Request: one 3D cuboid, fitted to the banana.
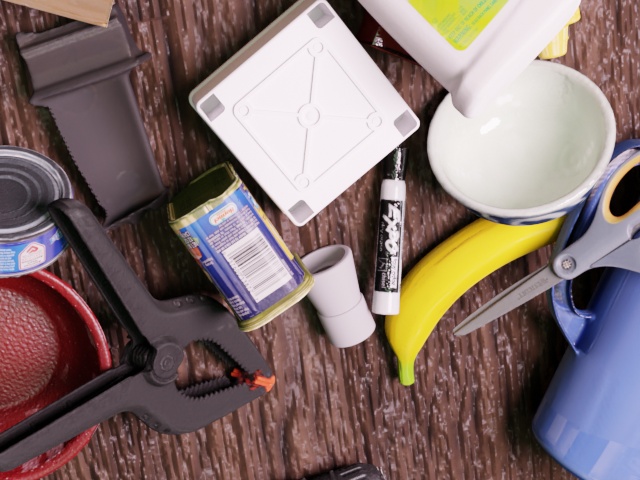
[{"bbox_3d":[0.114,0.018,0.763,0.198,0.037,0.069,-40,130,4],"label":"banana"}]

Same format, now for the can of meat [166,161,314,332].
[{"bbox_3d":[-0.055,0.001,0.691,0.057,0.102,0.084,-34,106,-1],"label":"can of meat"}]

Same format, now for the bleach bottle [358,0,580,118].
[{"bbox_3d":[0.031,-0.192,0.637,0.251,0.068,0.102,43,91,9],"label":"bleach bottle"}]

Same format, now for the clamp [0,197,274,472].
[{"bbox_3d":[-0.116,0.083,0.684,0.209,0.036,0.164,29,80,-44],"label":"clamp"}]

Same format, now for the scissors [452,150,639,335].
[{"bbox_3d":[0.183,0.024,0.706,0.096,0.016,0.202,46,112,18],"label":"scissors"}]

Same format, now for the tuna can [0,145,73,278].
[{"bbox_3d":[-0.197,-0.020,0.664,0.086,0.086,0.034,3,137,-11],"label":"tuna can"}]

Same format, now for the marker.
[{"bbox_3d":[0.049,-0.010,0.739,0.020,0.020,0.121,3,93,-11],"label":"marker"}]

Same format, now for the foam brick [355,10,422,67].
[{"bbox_3d":[0.071,-0.140,0.702,0.078,0.053,0.051,18,100,-16],"label":"foam brick"}]

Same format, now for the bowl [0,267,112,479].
[{"bbox_3d":[-0.219,0.080,0.704,0.162,0.055,0.162,-3,105,-10],"label":"bowl"}]
